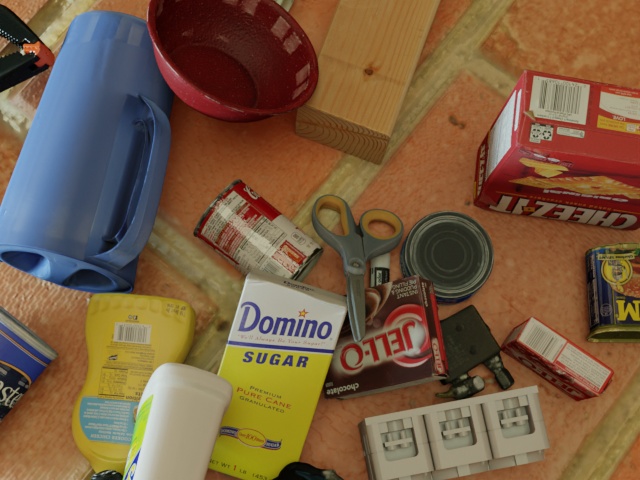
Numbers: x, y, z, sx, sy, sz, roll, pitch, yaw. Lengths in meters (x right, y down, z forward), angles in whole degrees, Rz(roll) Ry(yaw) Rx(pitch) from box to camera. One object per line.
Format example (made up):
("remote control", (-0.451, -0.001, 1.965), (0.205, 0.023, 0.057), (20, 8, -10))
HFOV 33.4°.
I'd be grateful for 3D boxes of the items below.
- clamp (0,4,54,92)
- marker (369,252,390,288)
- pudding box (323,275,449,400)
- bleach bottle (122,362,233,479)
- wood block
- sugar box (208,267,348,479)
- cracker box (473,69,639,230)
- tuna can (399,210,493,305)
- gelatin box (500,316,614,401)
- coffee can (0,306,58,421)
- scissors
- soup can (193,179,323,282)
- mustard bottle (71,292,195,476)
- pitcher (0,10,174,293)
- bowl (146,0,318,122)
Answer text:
("clamp", (-0.346, -0.191, 1.007), (0.210, 0.036, 0.164), (0, 75, 18))
("marker", (0.054, 0.071, 0.990), (0.020, 0.020, 0.121), (3, 77, -1))
("pudding box", (0.052, 0.089, 0.949), (0.114, 0.039, 0.090), (-18, 70, 29))
("bleach bottle", (-0.131, 0.226, 0.815), (0.068, 0.103, 0.250), (20, 54, -12))
("wood block", (0.054, -0.191, 1.015), (0.091, 0.090, 0.206), (20, 77, 2))
("sugar box", (-0.044, 0.122, 0.932), (0.093, 0.048, 0.176), (17, 101, 1))
("cracker box", (0.232, -0.070, 0.928), (0.164, 0.214, 0.072), (9, 78, 1))
("tuna can", (0.118, 0.016, 0.997), (0.086, 0.034, 0.086), (0, 77, -2))
("gelatin box", (0.211, 0.108, 0.958), (0.089, 0.073, 0.030), (34, 79, 5))
("coffee can", (-0.313, 0.122, 0.925), (0.103, 0.103, 0.140), (37, 79, 7))
("scissors", (0.047, 0.021, 0.947), (0.096, 0.016, 0.202), (0, 37, -20))
("soup can", (-0.056, 0.001, 0.978), (0.102, 0.068, 0.068), (39, 79, 7))
("mustard bottle", (-0.169, 0.146, 0.946), (0.096, 0.058, 0.191), (5, 77, 4))
("pitcher", (-0.197, -0.080, 0.959), (0.149, 0.145, 0.243), (12, 74, 2))
("bowl", (-0.084, -0.158, 0.939), (0.162, 0.055, 0.162), (17, 49, -20))
